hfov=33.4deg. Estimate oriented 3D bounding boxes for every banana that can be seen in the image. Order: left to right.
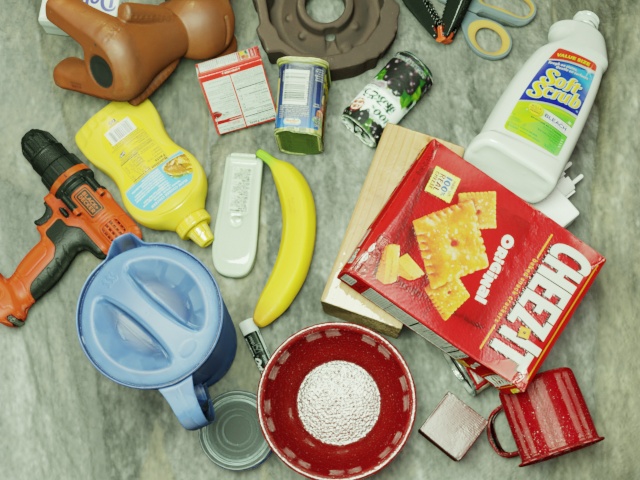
[{"bbox_3d":[-0.039,-0.002,1.182,0.069,0.037,0.198,1,81,-4],"label":"banana"}]

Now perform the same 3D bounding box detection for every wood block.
[{"bbox_3d":[0.077,-0.009,1.152,0.090,0.091,0.206,19,80,6],"label":"wood block"}]

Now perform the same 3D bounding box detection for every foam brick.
[{"bbox_3d":[0.137,0.194,1.112,0.053,0.078,0.051,38,84,10],"label":"foam brick"}]

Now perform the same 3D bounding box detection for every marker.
[{"bbox_3d":[-0.057,0.142,1.163,0.020,0.020,0.121,-25,78,-3],"label":"marker"}]

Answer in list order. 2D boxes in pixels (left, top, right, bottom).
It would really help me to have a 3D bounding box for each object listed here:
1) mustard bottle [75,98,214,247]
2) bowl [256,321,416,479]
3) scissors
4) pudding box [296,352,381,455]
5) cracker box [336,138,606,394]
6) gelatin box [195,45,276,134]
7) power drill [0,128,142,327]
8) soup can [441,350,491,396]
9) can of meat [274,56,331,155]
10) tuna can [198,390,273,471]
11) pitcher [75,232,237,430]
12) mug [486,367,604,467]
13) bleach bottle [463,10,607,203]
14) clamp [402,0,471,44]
[{"bbox_3d":[-0.183,-0.070,1.193,0.096,0.058,0.192,-38,78,-6],"label":"mustard bottle"},{"bbox_3d":[0.017,0.166,1.095,0.162,0.055,0.162,-1,80,4],"label":"bowl"},{"bbox_3d":[0.148,-0.267,1.243,0.202,0.016,0.096,11,84,11],"label":"scissors"},{"bbox_3d":[0.020,0.176,1.141,0.090,0.039,0.113,0,78,3],"label":"pudding box"},{"bbox_3d":[0.150,0.027,1.066,0.213,0.072,0.164,35,79,-1],"label":"cracker box"},{"bbox_3d":[-0.093,-0.167,1.197,0.073,0.089,0.030,-17,46,0],"label":"gelatin box"},{"bbox_3d":[-0.320,-0.011,1.189,0.187,0.057,0.184,-43,78,-6],"label":"power drill"},{"bbox_3d":[0.187,0.110,1.133,0.102,0.068,0.068,-32,78,-5],"label":"soup can"},{"bbox_3d":[-0.021,-0.147,1.182,0.057,0.102,0.084,4,80,3],"label":"can of meat"},{"bbox_3d":[-0.088,0.204,1.143,0.086,0.034,0.086,-1,78,3],"label":"tuna can"},{"bbox_3d":[-0.145,0.099,1.062,0.145,0.243,0.149,20,80,7],"label":"pitcher"},{"bbox_3d":[0.226,0.186,1.111,0.117,0.093,0.081,-28,70,30],"label":"mug"},{"bbox_3d":[0.247,-0.163,1.164,0.102,0.068,0.250,30,60,-2],"label":"bleach bottle"},{"bbox_3d":[0.121,-0.330,1.222,0.165,0.036,0.210,1,94,28],"label":"clamp"}]
